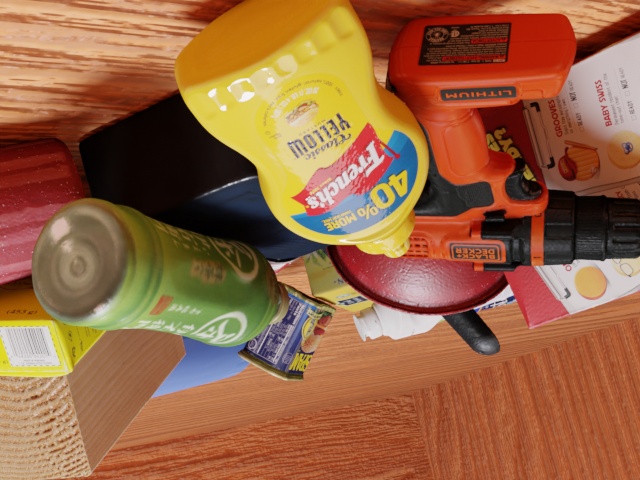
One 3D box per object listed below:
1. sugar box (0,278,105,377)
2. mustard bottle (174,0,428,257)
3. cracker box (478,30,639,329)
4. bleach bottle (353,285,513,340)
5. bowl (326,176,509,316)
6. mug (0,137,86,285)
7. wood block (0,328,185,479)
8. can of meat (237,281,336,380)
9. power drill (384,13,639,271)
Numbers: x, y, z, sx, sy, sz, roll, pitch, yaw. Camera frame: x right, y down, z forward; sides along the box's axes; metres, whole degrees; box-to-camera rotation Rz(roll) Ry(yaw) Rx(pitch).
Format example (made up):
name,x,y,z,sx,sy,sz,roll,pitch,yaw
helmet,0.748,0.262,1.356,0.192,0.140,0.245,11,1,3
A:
name,x,y,z,sx,sy,sz,roll,pitch,yaw
sugar box,-0.171,0.026,0.711,0.093,0.048,0.176,-1,-152,17
mustard bottle,0.007,-0.050,0.591,0.096,0.058,0.191,-30,135,7
cracker box,0.215,-0.051,0.745,0.214,0.164,0.071,-25,177,37
bleach bottle,0.152,0.036,1.053,0.250,0.068,0.102,-22,162,-8
bowl,0.084,-0.019,0.848,0.162,0.162,0.055,-12,139,-11
mug,-0.193,-0.014,0.657,0.081,0.093,0.117,-14,175,-24
wood block,-0.180,0.088,0.790,0.090,0.091,0.206,-8,-165,13
can of meat,-0.032,0.093,1.086,0.057,0.084,0.102,27,179,15
power drill,0.119,-0.051,0.661,0.184,0.057,0.187,0,139,13
